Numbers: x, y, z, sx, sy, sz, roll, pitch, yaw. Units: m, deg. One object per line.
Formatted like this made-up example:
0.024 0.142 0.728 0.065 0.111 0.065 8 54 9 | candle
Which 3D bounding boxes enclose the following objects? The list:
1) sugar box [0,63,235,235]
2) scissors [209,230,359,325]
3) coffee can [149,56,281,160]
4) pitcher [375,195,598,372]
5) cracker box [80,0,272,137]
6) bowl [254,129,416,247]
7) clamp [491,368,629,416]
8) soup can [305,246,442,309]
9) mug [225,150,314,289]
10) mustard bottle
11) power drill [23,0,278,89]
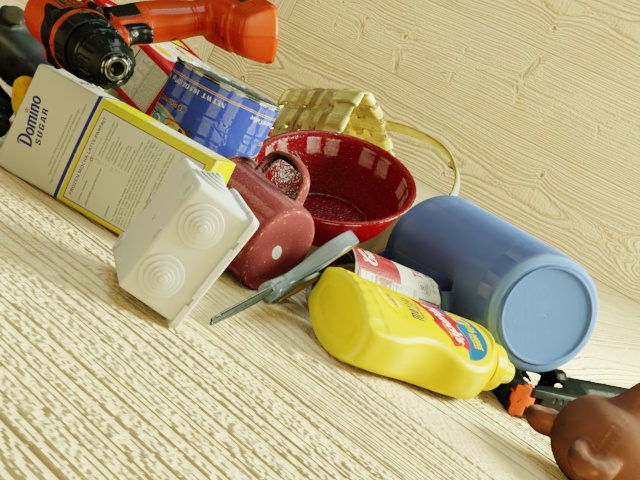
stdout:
-0.165 -0.062 0.854 0.176 0.093 0.048 30 9 18 | sugar box
-0.021 0.026 0.818 0.016 0.096 0.201 53 9 6 | scissors
-0.111 -0.078 0.953 0.103 0.140 0.103 27 9 -5 | coffee can
0.151 0.042 1.026 0.145 0.149 0.243 43 -2 -20 | pitcher
-0.178 -0.182 1.231 0.214 0.072 0.164 45 14 31 | cracker box
0.007 -0.041 1.014 0.162 0.055 0.162 7 36 -5 | bowl
0.204 0.132 1.004 0.165 0.036 0.209 22 10 30 | clamp
0.047 0.048 0.929 0.102 0.068 0.069 22 10 -32 | soup can
-0.052 -0.021 0.896 0.082 0.117 0.093 38 1 31 | mug
0.085 0.084 0.863 0.191 0.058 0.096 22 18 -32 | mustard bottle
-0.132 -0.170 0.871 0.187 0.057 0.185 -9 29 -28 | power drill
